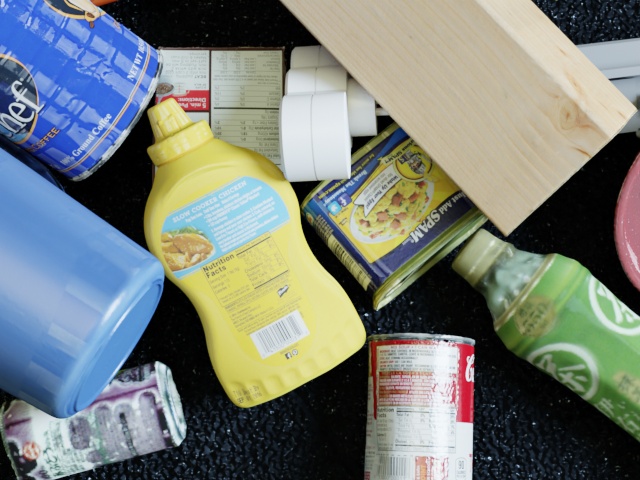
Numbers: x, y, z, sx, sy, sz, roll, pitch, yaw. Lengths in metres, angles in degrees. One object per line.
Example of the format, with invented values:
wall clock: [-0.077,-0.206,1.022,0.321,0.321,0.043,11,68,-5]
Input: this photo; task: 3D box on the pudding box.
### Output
pudding box: [-0.066,-0.073,0.716,0.090,0.039,0.113,0,81,-3]

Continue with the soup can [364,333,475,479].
soup can: [0.062,0.112,0.666,0.068,0.068,0.102,3,79,-1]

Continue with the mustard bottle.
mustard bottle: [-0.054,0.001,0.663,0.096,0.058,0.191,-27,99,0]

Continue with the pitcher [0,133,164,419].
pitcher: [-0.214,-0.007,0.629,0.243,0.145,0.149,32,75,4]

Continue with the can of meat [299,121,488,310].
can of meat: [0.049,-0.019,0.699,0.102,0.057,0.084,-39,80,-9]

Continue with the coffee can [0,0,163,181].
coffee can: [-0.184,-0.116,0.660,0.140,0.103,0.103,35,78,-27]

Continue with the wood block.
wood block: [0.081,-0.116,0.646,0.206,0.090,0.091,47,119,5]
